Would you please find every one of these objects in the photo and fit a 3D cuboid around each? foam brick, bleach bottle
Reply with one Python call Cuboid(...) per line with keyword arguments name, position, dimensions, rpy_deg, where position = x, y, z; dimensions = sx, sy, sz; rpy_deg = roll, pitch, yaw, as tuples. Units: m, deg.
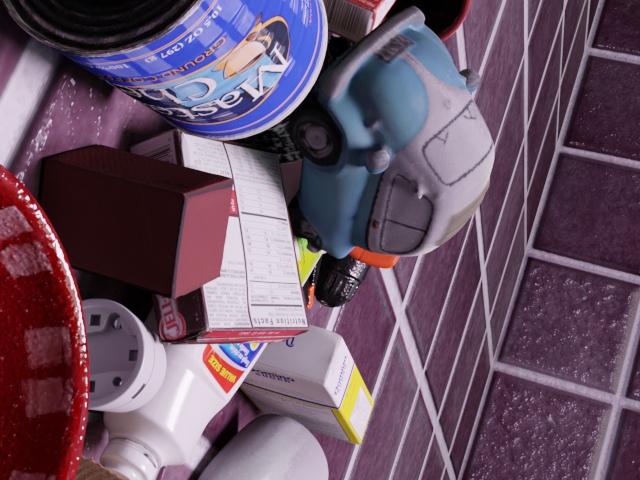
Cuboid(name="foam brick", position=(-0.090, -0.011, 0.514), dimensions=(0.053, 0.078, 0.051), rpy_deg=(-28, 131, -65))
Cuboid(name="bleach bottle", position=(-0.064, 0.050, 0.659), dimensions=(0.102, 0.068, 0.250), rpy_deg=(81, 27, -45))

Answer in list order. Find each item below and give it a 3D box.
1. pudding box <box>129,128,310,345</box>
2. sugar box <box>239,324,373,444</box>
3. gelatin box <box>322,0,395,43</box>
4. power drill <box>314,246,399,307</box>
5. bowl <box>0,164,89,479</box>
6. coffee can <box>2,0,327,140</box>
Cuboid(name="pudding box", position=(-0.054, 0.001, 0.588), dimensions=(0.089, 0.039, 0.113), rpy_deg=(7, 70, -54))
Cuboid(name="sugar box", position=(-0.018, 0.106, 0.822), dimensions=(0.176, 0.093, 0.048), rpy_deg=(71, 36, -62))
Cuboid(name="gelatin box", position=(0.004, -0.166, 0.666), dimensions=(0.073, 0.089, 0.030), rpy_deg=(-59, 170, -45))
Cuboid(name="power drill", position=(0.045, -0.021, 0.888), dimensions=(0.184, 0.057, 0.187), rpy_deg=(-64, -178, 2))
Cuboid(name="bowl", position=(-0.146, 0.048, 0.370), dimensions=(0.162, 0.055, 0.162), rpy_deg=(-6, 90, -70))
Cuboid(name="coffee can", position=(-0.063, -0.110, 0.471), dimensions=(0.140, 0.103, 0.103), rpy_deg=(28, 77, -73))
